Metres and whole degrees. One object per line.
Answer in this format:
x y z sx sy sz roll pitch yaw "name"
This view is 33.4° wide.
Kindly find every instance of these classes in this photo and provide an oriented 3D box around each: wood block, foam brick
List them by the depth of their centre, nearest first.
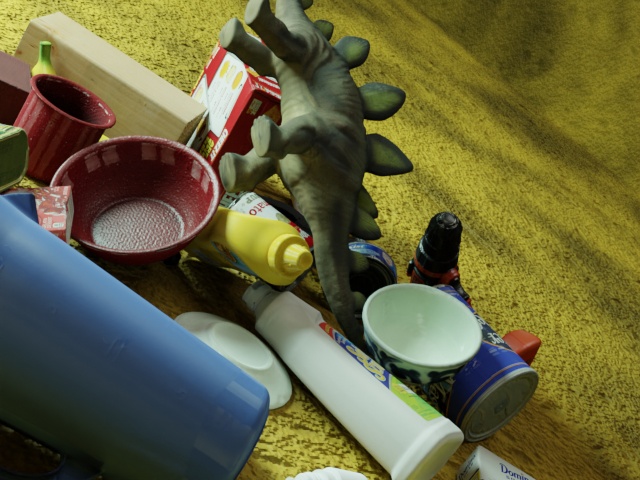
-0.341 -0.161 1.128 0.051 0.053 0.078 23 25 -28 "foam brick"
-0.247 -0.164 1.224 0.206 0.090 0.090 33 20 -3 "wood block"

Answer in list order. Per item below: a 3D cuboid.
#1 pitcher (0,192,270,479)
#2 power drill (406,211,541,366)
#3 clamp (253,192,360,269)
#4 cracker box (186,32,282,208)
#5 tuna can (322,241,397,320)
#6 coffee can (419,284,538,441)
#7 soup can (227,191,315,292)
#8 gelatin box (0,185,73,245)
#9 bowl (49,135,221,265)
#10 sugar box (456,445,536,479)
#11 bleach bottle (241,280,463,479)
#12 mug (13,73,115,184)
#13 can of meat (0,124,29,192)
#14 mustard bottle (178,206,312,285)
-0.164 0.094 0.720 0.242 0.149 0.145 34 14 -9 "pitcher"
0.174 0.075 1.242 0.057 0.184 0.188 -26 61 -20 "power drill"
-0.021 -0.001 1.276 0.171 0.039 0.120 26 17 -5 "clamp"
-0.107 -0.143 1.283 0.072 0.164 0.214 22 24 -25 "cracker box"
0.044 0.047 1.201 0.086 0.086 0.033 30 22 -11 "tuna can"
0.150 0.131 1.149 0.102 0.103 0.140 7 33 -50 "coffee can"
-0.058 0.001 1.174 0.102 0.069 0.068 38 21 12 "soup can"
-0.254 -0.016 0.926 0.073 0.030 0.089 -3 28 -8 "gelatin box"
-0.176 -0.028 1.021 0.162 0.055 0.162 3 47 -3 "bowl"
0.173 0.266 0.969 0.093 0.048 0.176 32 17 -5 "sugar box"
0.017 0.126 1.013 0.251 0.068 0.102 41 9 21 "bleach bottle"
-0.271 -0.116 1.092 0.093 0.082 0.117 20 25 -33 "mug"
-0.314 -0.074 0.930 0.084 0.057 0.102 12 18 9 "can of meat"
-0.069 0.005 1.045 0.096 0.058 0.192 38 -14 -34 "mustard bottle"
